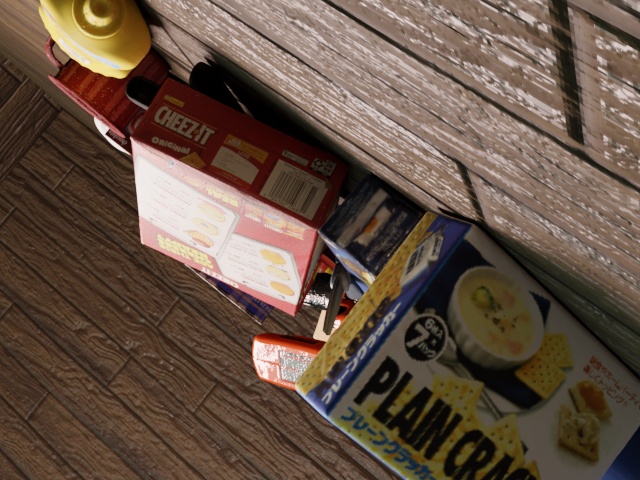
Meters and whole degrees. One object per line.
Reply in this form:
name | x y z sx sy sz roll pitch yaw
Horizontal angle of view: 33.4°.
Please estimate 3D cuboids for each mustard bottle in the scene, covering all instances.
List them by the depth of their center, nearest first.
mustard bottle | -0.185 -0.180 0.878 0.096 0.058 0.192 41 175 -14

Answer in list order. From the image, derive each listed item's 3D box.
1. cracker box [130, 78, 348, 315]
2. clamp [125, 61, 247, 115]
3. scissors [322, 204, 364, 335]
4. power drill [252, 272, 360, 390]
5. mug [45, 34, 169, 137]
cracker box | -0.072 -0.030 0.914 0.164 0.072 0.214 26 158 4
clamp | -0.068 -0.089 0.954 0.209 0.036 0.165 36 167 -20
scissors | 0.023 0.045 0.920 0.201 0.016 0.096 -83 -21 -52
power drill | 0.011 0.090 1.139 0.185 0.187 0.057 9 118 33
mug | -0.209 -0.167 1.029 0.117 0.081 0.093 41 175 -24
